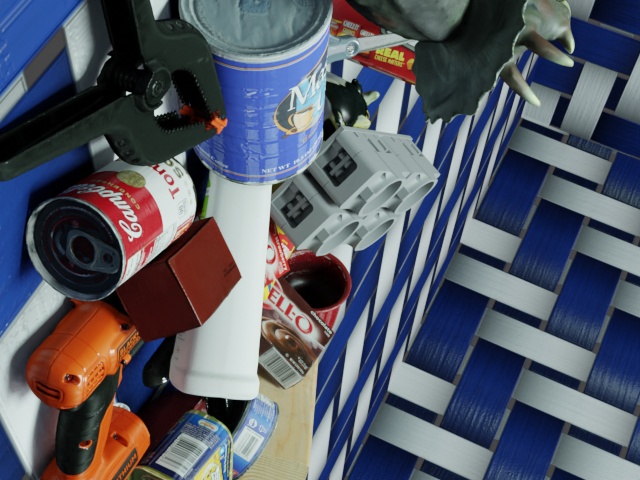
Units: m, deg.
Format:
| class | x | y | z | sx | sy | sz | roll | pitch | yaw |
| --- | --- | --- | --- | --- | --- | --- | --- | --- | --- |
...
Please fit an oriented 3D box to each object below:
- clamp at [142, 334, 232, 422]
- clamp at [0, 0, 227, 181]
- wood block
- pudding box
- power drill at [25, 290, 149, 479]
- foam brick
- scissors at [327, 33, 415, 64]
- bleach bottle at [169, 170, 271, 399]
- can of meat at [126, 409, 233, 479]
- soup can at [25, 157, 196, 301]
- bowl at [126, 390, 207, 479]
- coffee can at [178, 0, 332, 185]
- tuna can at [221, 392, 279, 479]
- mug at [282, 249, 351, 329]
| class | x | y | z | sx | sy | sz | roll | pitch | yaw |
| --- | --- | --- | --- | --- | --- | --- | --- | --- | --- |
| clamp | -0.098 | 0.077 | 0.961 | 0.120 | 0.039 | 0.171 | 58 | 44 | -51 |
| clamp | -0.117 | -0.088 | 0.633 | 0.164 | 0.036 | 0.209 | -64 | 158 | -6 |
| wood block | -0.058 | 0.184 | 1.140 | 0.206 | 0.090 | 0.091 | -84 | -169 | -54 |
| pudding box | -0.048 | 0.088 | 1.124 | 0.039 | 0.113 | 0.089 | -36 | -171 | 36 |
| power drill | -0.158 | 0.102 | 0.806 | 0.184 | 0.057 | 0.188 | -52 | 159 | -50 |
| foam brick | -0.099 | 0.026 | 0.741 | 0.053 | 0.051 | 0.078 | 66 | 26 | -15 |
| scissors | 0.016 | -0.182 | 0.923 | 0.201 | 0.016 | 0.096 | -29 | 134 | -23 |
| bleach bottle | -0.071 | -0.005 | 0.858 | 0.103 | 0.068 | 0.251 | -179 | -83 | -76 |
| can of meat | -0.117 | 0.208 | 0.911 | 0.083 | 0.057 | 0.102 | -47 | 151 | -47 |
| soup can | -0.130 | -0.013 | 0.681 | 0.102 | 0.068 | 0.068 | -47 | 157 | -59 |
| bowl | -0.150 | 0.203 | 1.019 | 0.162 | 0.055 | 0.162 | 23 | 90 | -78 |
| coffee can | -0.046 | -0.121 | 0.765 | 0.140 | 0.103 | 0.102 | 94 | 22 | -56 |
| tuna can | -0.077 | 0.177 | 0.984 | 0.086 | 0.033 | 0.086 | -48 | -163 | 20 |
| mug | -0.017 | 0.060 | 1.289 | 0.082 | 0.093 | 0.117 | 105 | -16 | -51 |
